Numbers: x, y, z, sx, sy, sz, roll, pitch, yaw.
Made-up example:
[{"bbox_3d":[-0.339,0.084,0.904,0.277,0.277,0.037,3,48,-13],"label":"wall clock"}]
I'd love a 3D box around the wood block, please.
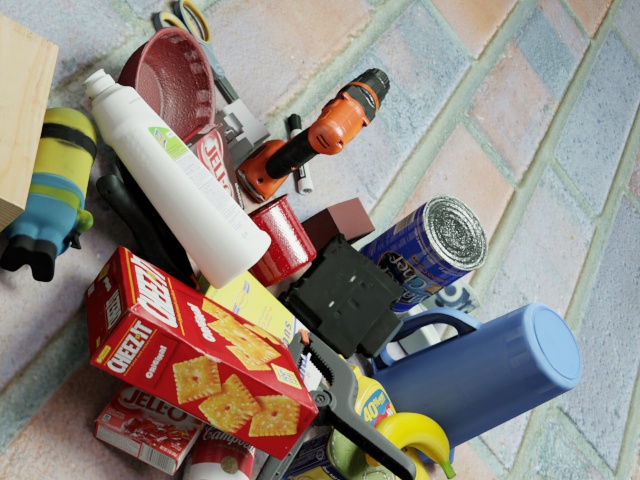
[{"bbox_3d":[-0.324,-0.110,1.016,0.090,0.091,0.206,28,46,-33],"label":"wood block"}]

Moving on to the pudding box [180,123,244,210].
[{"bbox_3d":[-0.133,-0.065,1.212,0.089,0.039,0.113,-49,134,-51],"label":"pudding box"}]

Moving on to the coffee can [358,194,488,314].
[{"bbox_3d":[0.123,0.019,1.326,0.102,0.141,0.103,19,54,-29],"label":"coffee can"}]

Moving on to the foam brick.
[{"bbox_3d":[0.023,-0.017,1.382,0.078,0.053,0.051,-20,81,-52],"label":"foam brick"}]

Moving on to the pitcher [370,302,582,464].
[{"bbox_3d":[0.179,0.159,1.278,0.149,0.243,0.145,28,44,-36],"label":"pitcher"}]

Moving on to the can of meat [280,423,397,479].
[{"bbox_3d":[0.018,0.255,1.158,0.102,0.084,0.057,44,39,-18],"label":"can of meat"}]

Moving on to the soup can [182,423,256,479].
[{"bbox_3d":[-0.102,0.234,1.050,0.068,0.069,0.102,36,43,-28],"label":"soup can"}]

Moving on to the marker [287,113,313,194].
[{"bbox_3d":[-0.027,-0.117,1.422,0.020,0.020,0.121,17,53,-42],"label":"marker"}]

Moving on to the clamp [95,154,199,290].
[{"bbox_3d":[-0.182,-0.020,1.142,0.120,0.039,0.171,-85,151,-60],"label":"clamp"}]

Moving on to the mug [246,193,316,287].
[{"bbox_3d":[-0.058,0.002,1.258,0.081,0.093,0.117,60,0,-7],"label":"mug"}]

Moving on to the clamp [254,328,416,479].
[{"bbox_3d":[-0.010,0.181,1.112,0.164,0.036,0.210,-10,46,-15],"label":"clamp"}]

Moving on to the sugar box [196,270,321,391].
[{"bbox_3d":[-0.069,0.106,1.195,0.176,0.048,0.093,43,39,-18],"label":"sugar box"}]

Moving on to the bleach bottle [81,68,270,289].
[{"bbox_3d":[-0.156,-0.070,1.111,0.251,0.068,0.102,52,13,-6],"label":"bleach bottle"}]

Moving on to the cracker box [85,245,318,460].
[{"bbox_3d":[-0.119,0.106,1.040,0.213,0.072,0.164,33,9,-23],"label":"cracker box"}]

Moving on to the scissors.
[{"bbox_3d":[-0.149,-0.221,1.359,0.096,0.016,0.202,-13,75,-50],"label":"scissors"}]

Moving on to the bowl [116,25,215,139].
[{"bbox_3d":[-0.183,-0.160,1.212,0.161,0.055,0.162,-7,98,-64],"label":"bowl"}]

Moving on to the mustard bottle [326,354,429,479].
[{"bbox_3d":[0.057,0.219,1.232,0.096,0.058,0.191,-35,100,-55],"label":"mustard bottle"}]

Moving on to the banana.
[{"bbox_3d":[0.101,0.224,1.190,0.197,0.037,0.070,23,36,-53],"label":"banana"}]

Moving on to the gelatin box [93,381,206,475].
[{"bbox_3d":[-0.161,0.173,1.023,0.089,0.030,0.073,25,40,8],"label":"gelatin box"}]

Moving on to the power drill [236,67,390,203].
[{"bbox_3d":[-0.007,-0.132,1.315,0.057,0.188,0.184,50,39,-8],"label":"power drill"}]
